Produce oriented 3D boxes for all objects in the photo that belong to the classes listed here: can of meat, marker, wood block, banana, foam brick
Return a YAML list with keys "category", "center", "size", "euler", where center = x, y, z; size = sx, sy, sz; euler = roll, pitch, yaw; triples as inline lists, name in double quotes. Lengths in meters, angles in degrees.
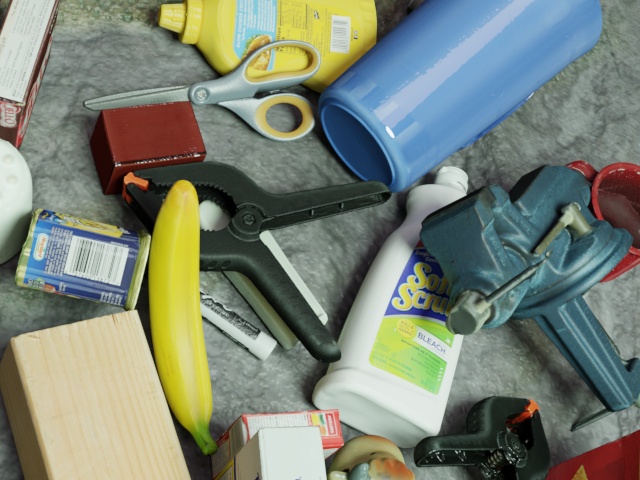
- category: "can of meat"
  center: [-0.172, 0.012, 0.774]
  size: [0.084, 0.102, 0.057]
  euler: [14, 92, -13]
- category: "marker"
  center: [-0.088, 0.052, 0.836]
  size: [0.121, 0.020, 0.020]
  euler: [36, 58, -3]
- category: "wood block"
  center: [-0.144, 0.164, 0.718]
  size: [0.090, 0.090, 0.206]
  euler: [-11, 70, -27]
- category: "banana"
  center: [-0.099, 0.054, 0.782]
  size: [0.037, 0.070, 0.198]
  euler: [-12, 98, -38]
- category: "foam brick"
  center: [-0.140, -0.074, 0.858]
  size: [0.078, 0.053, 0.051]
  euler: [-10, 70, -27]

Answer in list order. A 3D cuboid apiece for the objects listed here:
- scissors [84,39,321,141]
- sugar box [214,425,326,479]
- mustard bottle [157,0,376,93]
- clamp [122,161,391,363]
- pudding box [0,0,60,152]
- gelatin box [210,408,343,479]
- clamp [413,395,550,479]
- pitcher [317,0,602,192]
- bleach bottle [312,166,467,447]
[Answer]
- category: "scissors"
  center: [-0.089, -0.110, 0.911]
  size: [0.201, 0.016, 0.096]
  euler: [-22, 110, -7]
- category: "sugar box"
  center: [-0.039, 0.189, 0.696]
  size: [0.048, 0.176, 0.093]
  euler: [3, 65, -21]
- category: "mustard bottle"
  center: [-0.048, -0.185, 0.943]
  size: [0.191, 0.058, 0.096]
  euler: [5, 85, -19]
- category: "clamp"
  center: [-0.055, 0.001, 0.827]
  size: [0.210, 0.036, 0.164]
  euler: [14, 60, -5]
- category: "pudding box"
  center: [-0.235, -0.129, 0.824]
  size: [0.039, 0.090, 0.113]
  euler: [14, 61, -15]
- category: "gelatin box"
  center: [-0.034, 0.148, 0.770]
  size: [0.073, 0.089, 0.030]
  euler: [1, 64, -22]
- category: "clamp"
  center: [0.130, 0.163, 0.819]
  size: [0.120, 0.039, 0.171]
  euler: [48, 27, -8]
- category: "pitcher"
  center: [0.119, -0.146, 0.933]
  size: [0.242, 0.145, 0.149]
  euler: [-40, 103, -17]
- category: "bleach bottle"
  center: [0.076, 0.038, 0.884]
  size: [0.102, 0.068, 0.250]
  euler: [29, 56, -15]
